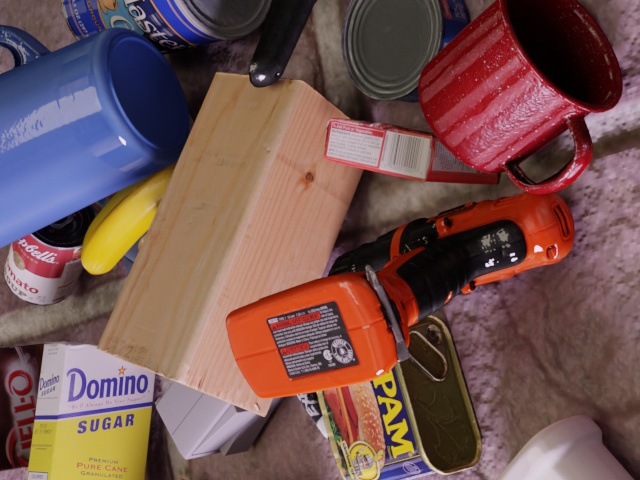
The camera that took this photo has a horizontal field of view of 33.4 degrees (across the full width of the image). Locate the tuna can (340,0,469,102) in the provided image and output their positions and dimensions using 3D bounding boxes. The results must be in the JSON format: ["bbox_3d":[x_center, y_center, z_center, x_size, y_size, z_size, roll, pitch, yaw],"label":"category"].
[{"bbox_3d":[0.056,-0.134,0.701,0.086,0.033,0.086,1,92,44],"label":"tuna can"}]

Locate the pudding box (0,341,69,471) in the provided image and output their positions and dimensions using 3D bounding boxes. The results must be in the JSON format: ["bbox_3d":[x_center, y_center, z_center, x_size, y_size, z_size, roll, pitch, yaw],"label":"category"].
[{"bbox_3d":[-0.274,0.154,0.992,0.039,0.089,0.113,-19,77,44],"label":"pudding box"}]

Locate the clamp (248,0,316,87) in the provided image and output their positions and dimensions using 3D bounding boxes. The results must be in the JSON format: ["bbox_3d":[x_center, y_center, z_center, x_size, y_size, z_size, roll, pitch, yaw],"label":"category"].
[{"bbox_3d":[-0.011,-0.178,0.704,0.171,0.039,0.120,-34,68,4],"label":"clamp"}]

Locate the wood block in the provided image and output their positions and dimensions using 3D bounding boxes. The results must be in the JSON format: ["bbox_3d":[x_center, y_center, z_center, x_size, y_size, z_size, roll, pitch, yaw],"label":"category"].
[{"bbox_3d":[-0.054,0.001,0.722,0.090,0.090,0.206,13,76,42],"label":"wood block"}]

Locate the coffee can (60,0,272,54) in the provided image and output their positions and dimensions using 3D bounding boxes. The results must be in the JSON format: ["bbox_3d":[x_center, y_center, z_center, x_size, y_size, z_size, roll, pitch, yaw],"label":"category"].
[{"bbox_3d":[-0.119,-0.196,0.823,0.141,0.102,0.103,-2,89,45],"label":"coffee can"}]

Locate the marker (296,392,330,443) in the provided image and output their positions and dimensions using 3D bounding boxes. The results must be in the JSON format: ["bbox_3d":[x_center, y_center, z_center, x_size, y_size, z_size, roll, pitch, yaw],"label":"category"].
[{"bbox_3d":[-0.005,0.115,0.777,0.121,0.020,0.020,53,125,30],"label":"marker"}]

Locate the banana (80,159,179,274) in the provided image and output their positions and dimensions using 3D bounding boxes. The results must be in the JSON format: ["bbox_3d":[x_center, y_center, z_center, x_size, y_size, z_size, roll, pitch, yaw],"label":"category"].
[{"bbox_3d":[-0.145,-0.022,0.862,0.198,0.069,0.037,-38,75,29],"label":"banana"}]

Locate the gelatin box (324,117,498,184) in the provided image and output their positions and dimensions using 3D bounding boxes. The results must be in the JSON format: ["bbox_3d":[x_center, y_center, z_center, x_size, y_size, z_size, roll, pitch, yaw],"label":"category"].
[{"bbox_3d":[0.058,-0.057,0.674,0.089,0.073,0.030,17,102,44],"label":"gelatin box"}]

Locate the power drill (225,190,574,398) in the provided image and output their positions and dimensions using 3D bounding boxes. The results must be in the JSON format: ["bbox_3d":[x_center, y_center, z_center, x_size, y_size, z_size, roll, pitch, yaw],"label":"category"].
[{"bbox_3d":[0.034,0.028,0.624,0.185,0.187,0.057,-21,95,42],"label":"power drill"}]

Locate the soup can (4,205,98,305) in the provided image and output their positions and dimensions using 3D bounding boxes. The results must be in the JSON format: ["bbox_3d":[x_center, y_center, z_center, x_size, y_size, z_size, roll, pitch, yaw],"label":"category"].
[{"bbox_3d":[-0.243,0.006,0.958,0.068,0.068,0.102,63,145,23],"label":"soup can"}]

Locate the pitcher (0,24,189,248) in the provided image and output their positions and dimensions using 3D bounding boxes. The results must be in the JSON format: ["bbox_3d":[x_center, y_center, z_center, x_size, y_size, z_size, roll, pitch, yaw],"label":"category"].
[{"bbox_3d":[-0.228,-0.081,0.821,0.243,0.149,0.145,-19,44,26],"label":"pitcher"}]

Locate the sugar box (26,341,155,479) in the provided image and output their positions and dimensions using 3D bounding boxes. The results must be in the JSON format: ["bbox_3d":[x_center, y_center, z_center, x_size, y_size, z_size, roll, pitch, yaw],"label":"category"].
[{"bbox_3d":[-0.190,0.176,0.884,0.048,0.093,0.176,-7,73,45],"label":"sugar box"}]

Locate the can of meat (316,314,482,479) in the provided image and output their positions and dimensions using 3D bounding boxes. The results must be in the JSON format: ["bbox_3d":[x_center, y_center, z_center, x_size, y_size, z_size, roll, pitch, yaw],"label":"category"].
[{"bbox_3d":[0.048,0.109,0.700,0.084,0.057,0.102,-28,72,44],"label":"can of meat"}]

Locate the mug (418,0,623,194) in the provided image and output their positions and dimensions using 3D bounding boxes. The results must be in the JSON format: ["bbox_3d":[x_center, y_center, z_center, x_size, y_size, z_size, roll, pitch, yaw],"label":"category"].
[{"bbox_3d":[0.115,-0.081,0.608,0.082,0.093,0.117,-39,66,43],"label":"mug"}]
